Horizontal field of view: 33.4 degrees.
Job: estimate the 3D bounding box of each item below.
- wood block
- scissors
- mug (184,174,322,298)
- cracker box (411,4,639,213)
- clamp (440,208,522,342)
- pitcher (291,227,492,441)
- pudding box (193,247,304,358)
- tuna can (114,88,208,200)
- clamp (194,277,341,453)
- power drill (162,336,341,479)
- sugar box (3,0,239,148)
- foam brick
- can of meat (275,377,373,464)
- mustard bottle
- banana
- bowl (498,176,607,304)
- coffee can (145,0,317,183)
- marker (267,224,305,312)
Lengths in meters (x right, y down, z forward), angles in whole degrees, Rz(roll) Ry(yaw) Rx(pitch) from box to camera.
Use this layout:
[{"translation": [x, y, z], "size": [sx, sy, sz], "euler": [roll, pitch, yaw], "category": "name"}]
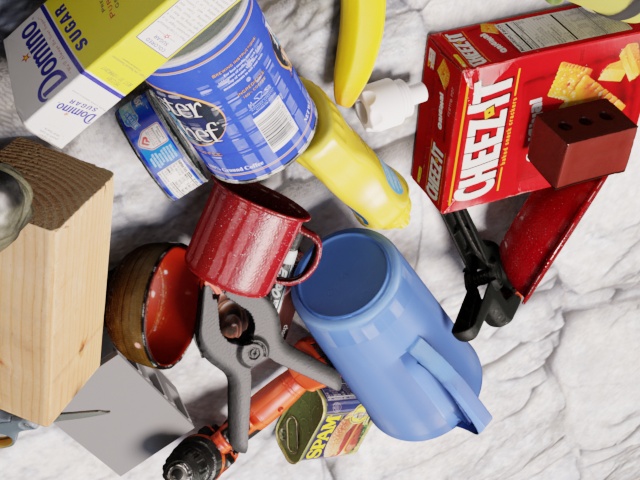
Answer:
[{"translation": [-0.229, 0.036, 0.850], "size": [0.090, 0.090, 0.206], "euler": [-56, 163, -51], "category": "wood block"}, {"translation": [-0.274, 0.150, 0.931], "size": [0.096, 0.016, 0.202], "euler": [34, 142, -29], "category": "scissors"}, {"translation": [-0.056, 0.001, 0.926], "size": [0.117, 0.093, 0.081], "euler": [21, 103, -16], "category": "mug"}, {"translation": [0.201, -0.126, 1.002], "size": [0.213, 0.072, 0.164], "euler": [-15, 134, -19], "category": "cracker box"}, {"translation": [0.168, 0.047, 1.103], "size": [0.036, 0.164, 0.209], "euler": [-14, 153, 24], "category": "clamp"}, {"translation": [0.072, 0.097, 1.039], "size": [0.149, 0.145, 0.242], "euler": [-11, 145, 20], "category": "pitcher"}, {"translation": [-0.068, 0.058, 1.030], "size": [0.089, 0.039, 0.114], "euler": [0, 127, -31], "category": "pudding box"}, {"translation": [-0.125, -0.074, 0.839], "size": [0.034, 0.086, 0.086], "euler": [-32, 138, 0], "category": "tuna can"}, {"translation": [-0.054, 0.099, 0.981], "size": [0.120, 0.039, 0.171], "euler": [-25, 109, -20], "category": "clamp"}, {"translation": [-0.070, 0.176, 1.072], "size": [0.188, 0.057, 0.184], "euler": [-39, 175, 4], "category": "power drill"}, {"translation": [-0.139, -0.151, 0.729], "size": [0.176, 0.093, 0.048], "euler": [-34, 143, 17], "category": "sugar box"}, {"translation": [0.235, -0.088, 0.964], "size": [0.078, 0.053, 0.051], "euler": [-15, 135, -19], "category": "foam brick"}, {"translation": [0.009, 0.199, 1.195], "size": [0.083, 0.057, 0.102], "euler": [1, 128, -36], "category": "can of meat"}, {"translation": [0.029, -0.061, 0.938], "size": [0.058, 0.096, 0.191], "euler": [-41, 137, 8], "category": "mustard bottle"}, {"translation": [0.024, -0.194, 0.850], "size": [0.069, 0.037, 0.198], "euler": [-38, 146, -18], "category": "banana"}, {"translation": [0.232, -0.015, 1.104], "size": [0.162, 0.055, 0.162], "euler": [-54, 168, -18], "category": "bowl"}, {"translation": [-0.074, -0.126, 0.810], "size": [0.103, 0.103, 0.140], "euler": [-33, 138, 0], "category": "coffee can"}, {"translation": [-0.038, 0.033, 0.987], "size": [0.020, 0.020, 0.121], "euler": [0, 121, -32], "category": "marker"}]
